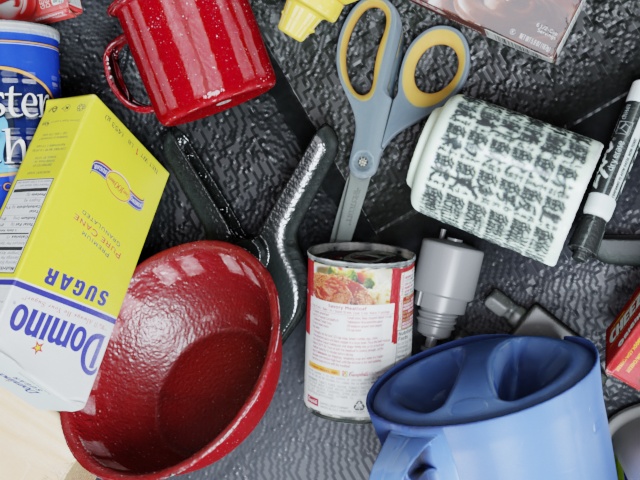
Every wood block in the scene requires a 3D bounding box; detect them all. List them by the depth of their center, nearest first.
[{"bbox_3d":[-0.243,0.102,0.722,0.206,0.090,0.090,33,98,8],"label":"wood block"}]

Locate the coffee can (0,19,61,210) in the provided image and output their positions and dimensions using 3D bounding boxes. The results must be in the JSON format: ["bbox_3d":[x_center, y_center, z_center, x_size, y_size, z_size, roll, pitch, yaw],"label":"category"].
[{"bbox_3d":[-0.221,-0.067,0.704,0.103,0.102,0.140,-2,92,11],"label":"coffee can"}]

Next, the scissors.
[{"bbox_3d":[0.048,-0.058,0.698,0.096,0.016,0.202,2,93,11],"label":"scissors"}]

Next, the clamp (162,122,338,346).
[{"bbox_3d":[-0.055,0.001,0.709,0.120,0.039,0.171,10,96,22],"label":"clamp"}]

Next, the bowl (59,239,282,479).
[{"bbox_3d":[-0.081,0.082,0.659,0.162,0.055,0.162,-18,50,23],"label":"bowl"}]

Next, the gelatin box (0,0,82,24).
[{"bbox_3d":[-0.210,-0.190,0.734,0.073,0.030,0.089,-12,90,11],"label":"gelatin box"}]

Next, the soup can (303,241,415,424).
[{"bbox_3d":[0.024,0.057,0.676,0.068,0.068,0.102,4,101,10],"label":"soup can"}]

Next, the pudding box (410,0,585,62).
[{"bbox_3d":[0.115,-0.174,0.669,0.113,0.039,0.090,27,96,8],"label":"pudding box"}]

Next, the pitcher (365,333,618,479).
[{"bbox_3d":[0.112,0.186,0.619,0.149,0.145,0.243,-15,102,-1],"label":"pitcher"}]

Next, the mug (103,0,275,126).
[{"bbox_3d":[-0.089,-0.120,0.688,0.117,0.093,0.081,-19,94,22],"label":"mug"}]

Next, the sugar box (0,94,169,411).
[{"bbox_3d":[-0.157,0.007,0.659,0.048,0.093,0.176,-3,58,28],"label":"sugar box"}]
